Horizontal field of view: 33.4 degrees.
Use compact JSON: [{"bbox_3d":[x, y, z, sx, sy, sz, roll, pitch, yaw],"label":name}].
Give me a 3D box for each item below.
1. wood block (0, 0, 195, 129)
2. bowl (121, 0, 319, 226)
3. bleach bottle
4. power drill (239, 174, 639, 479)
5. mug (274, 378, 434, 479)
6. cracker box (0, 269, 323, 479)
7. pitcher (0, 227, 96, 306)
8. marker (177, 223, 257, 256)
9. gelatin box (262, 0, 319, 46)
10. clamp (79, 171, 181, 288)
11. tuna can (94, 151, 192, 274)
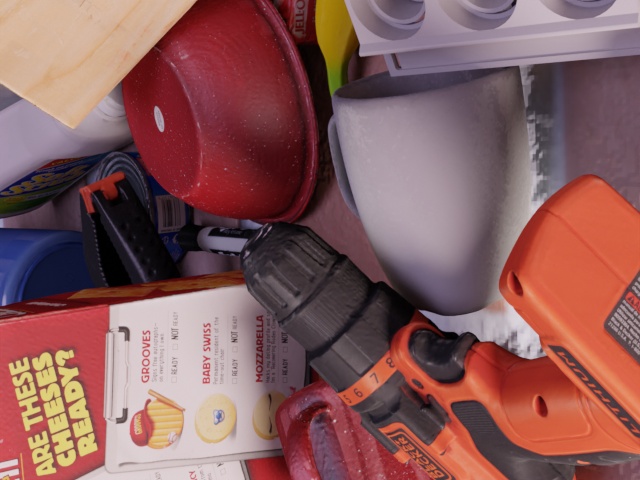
[{"bbox_3d":[-0.102,-0.172,0.561,0.206,0.090,0.091,-41,39,19],"label":"wood block"},{"bbox_3d":[-0.069,-0.076,0.617,0.162,0.055,0.162,36,137,42],"label":"bowl"},{"bbox_3d":[-0.204,-0.073,0.782,0.251,0.102,0.068,-19,84,53],"label":"bleach bottle"},{"bbox_3d":[0.062,0.040,0.412,0.184,0.057,0.188,42,154,-5],"label":"power drill"},{"bbox_3d":[0.019,0.109,0.520,0.093,0.117,0.081,-29,66,26],"label":"mug"},{"bbox_3d":[-0.088,0.105,0.571,0.072,0.213,0.164,0,96,52],"label":"cracker box"},{"bbox_3d":[-0.264,0.051,0.832,0.243,0.149,0.145,-3,136,46],"label":"pitcher"},{"bbox_3d":[-0.054,0.001,0.670,0.121,0.020,0.020,5,100,52],"label":"marker"},{"bbox_3d":[-0.030,-0.153,0.601,0.089,0.030,0.073,30,120,47],"label":"gelatin box"},{"bbox_3d":[-0.106,0.058,0.697,0.165,0.036,0.210,23,132,45],"label":"clamp"},{"bbox_3d":[-0.125,-0.020,0.746,0.086,0.033,0.086,13,107,51],"label":"tuna can"}]
